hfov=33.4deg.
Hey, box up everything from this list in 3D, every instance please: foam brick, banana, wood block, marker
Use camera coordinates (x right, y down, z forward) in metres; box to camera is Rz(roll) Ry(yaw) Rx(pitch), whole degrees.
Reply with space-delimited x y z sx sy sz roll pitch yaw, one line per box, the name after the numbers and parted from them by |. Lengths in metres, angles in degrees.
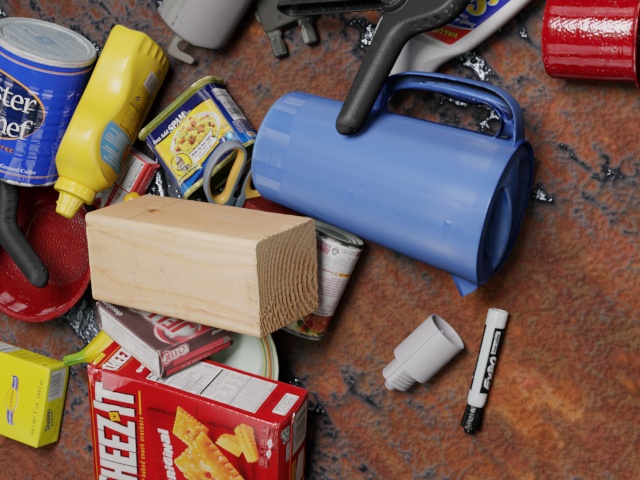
-0.057 0.001 1.055 0.051 0.052 0.078 33 113 18 | foam brick
-0.203 0.050 1.116 0.037 0.069 0.198 27 97 58 | banana
-0.112 0.019 0.996 0.206 0.090 0.090 10 110 34 | wood block
0.153 0.123 1.000 0.020 0.020 0.121 16 98 20 | marker

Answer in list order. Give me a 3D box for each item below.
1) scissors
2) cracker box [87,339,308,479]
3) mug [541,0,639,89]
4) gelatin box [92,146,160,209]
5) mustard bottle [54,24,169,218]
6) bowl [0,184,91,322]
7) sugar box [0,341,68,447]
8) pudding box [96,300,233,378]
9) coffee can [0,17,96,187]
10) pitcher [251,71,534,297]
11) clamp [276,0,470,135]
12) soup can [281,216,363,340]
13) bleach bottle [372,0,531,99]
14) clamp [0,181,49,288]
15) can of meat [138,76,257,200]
-0.090 -0.018 1.083 0.016 0.096 0.202 54 143 40 | scissors
-0.123 0.202 1.057 0.214 0.072 0.164 14 119 20 | cracker box
0.243 -0.189 0.923 0.082 0.093 0.117 7 64 26 | mug
-0.224 -0.072 1.134 0.089 0.030 0.073 34 102 17 | gelatin box
-0.215 -0.111 1.065 0.058 0.096 0.191 21 80 9 | mustard bottle
-0.298 0.006 1.152 0.162 0.055 0.162 1 92 21 | bowl
-0.369 0.160 1.192 0.176 0.048 0.093 13 97 19 | sugar box
-0.154 0.082 1.059 0.114 0.089 0.039 28 128 40 | pudding box
-0.293 -0.140 1.078 0.103 0.102 0.140 30 117 18 | coffee can
0.065 -0.066 0.971 0.243 0.145 0.149 19 66 23 | pitcher
0.067 -0.197 0.925 0.210 0.036 0.164 -28 63 22 | clamp
-0.008 0.036 1.033 0.068 0.068 0.102 27 101 18 | soup can
0.136 -0.221 0.967 0.102 0.068 0.251 39 112 -9 | bleach bottle
-0.337 -0.017 1.115 0.120 0.039 0.171 -4 90 20 | clamp
-0.119 -0.101 1.078 0.102 0.057 0.084 -38 80 18 | can of meat
